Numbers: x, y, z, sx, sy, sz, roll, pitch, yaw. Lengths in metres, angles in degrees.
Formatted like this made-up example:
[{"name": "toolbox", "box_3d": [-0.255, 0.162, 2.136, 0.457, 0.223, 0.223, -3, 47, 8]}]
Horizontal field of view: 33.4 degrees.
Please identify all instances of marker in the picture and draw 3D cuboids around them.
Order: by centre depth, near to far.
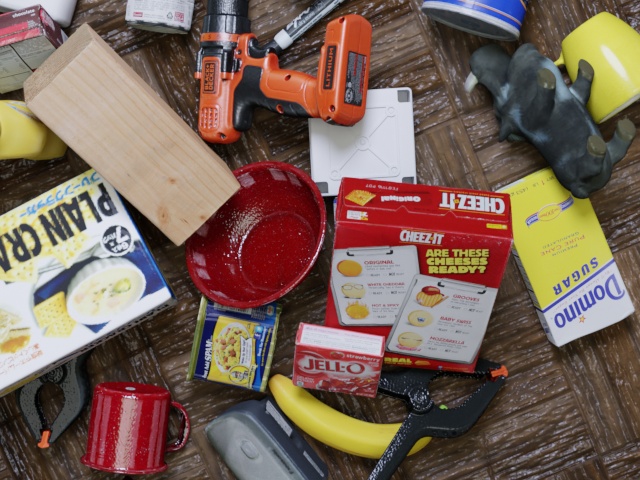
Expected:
[{"name": "marker", "box_3d": [-0.020, -0.227, 1.120, 0.121, 0.020, 0.020, -40, 93, 4]}]

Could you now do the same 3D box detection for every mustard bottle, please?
[{"name": "mustard bottle", "box_3d": [-0.313, -0.109, 1.045, 0.096, 0.191, 0.058, 19, 94, -1]}]

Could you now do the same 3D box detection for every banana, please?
[{"name": "banana", "box_3d": [0.036, 0.196, 1.148, 0.197, 0.037, 0.069, 11, 66, -3]}]

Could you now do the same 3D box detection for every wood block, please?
[{"name": "wood block", "box_3d": [-0.186, -0.104, 1.058, 0.090, 0.091, 0.206, -43, 117, 3]}]

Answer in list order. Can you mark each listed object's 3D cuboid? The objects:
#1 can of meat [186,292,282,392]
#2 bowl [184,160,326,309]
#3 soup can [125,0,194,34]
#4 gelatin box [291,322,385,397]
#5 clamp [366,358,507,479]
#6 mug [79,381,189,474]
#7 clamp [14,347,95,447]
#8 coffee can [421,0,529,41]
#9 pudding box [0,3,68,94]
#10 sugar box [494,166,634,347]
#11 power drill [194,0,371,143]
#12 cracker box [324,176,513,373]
[{"name": "can of meat", "box_3d": [-0.090, 0.105, 1.119, 0.084, 0.057, 0.102, 12, 115, -3]}, {"name": "bowl", "box_3d": [-0.057, 0.001, 1.099, 0.162, 0.055, 0.162, -11, 64, 23]}, {"name": "soup can", "box_3d": [-0.161, -0.267, 1.093, 0.068, 0.068, 0.102, 7, 95, 0]}, {"name": "gelatin box", "box_3d": [0.017, 0.123, 1.081, 0.089, 0.030, 0.073, 8, 137, 3]}, {"name": "clamp", "box_3d": [0.100, 0.181, 1.121, 0.210, 0.036, 0.164, -10, 70, -8]}, {"name": "mug", "box_3d": [-0.191, 0.196, 1.128, 0.117, 0.093, 0.081, 7, 90, -31]}, {"name": "clamp", "box_3d": [-0.274, 0.134, 1.142, 0.120, 0.039, 0.171, -2, 92, 6]}, {"name": "coffee can", "box_3d": [0.171, -0.283, 1.071, 0.103, 0.103, 0.140, 18, 94, -1]}, {"name": "pudding box", "box_3d": [-0.305, -0.191, 1.077, 0.090, 0.113, 0.039, -14, 77, 2]}, {"name": "sugar box", "box_3d": [0.254, 0.013, 1.124, 0.093, 0.048, 0.176, -24, 93, 1]}, {"name": "power drill", "box_3d": [-0.042, -0.186, 1.067, 0.188, 0.057, 0.184, 7, 96, 34]}, {"name": "cracker box", "box_3d": [0.090, 0.038, 1.057, 0.164, 0.072, 0.214, 6, 137, 0]}]
